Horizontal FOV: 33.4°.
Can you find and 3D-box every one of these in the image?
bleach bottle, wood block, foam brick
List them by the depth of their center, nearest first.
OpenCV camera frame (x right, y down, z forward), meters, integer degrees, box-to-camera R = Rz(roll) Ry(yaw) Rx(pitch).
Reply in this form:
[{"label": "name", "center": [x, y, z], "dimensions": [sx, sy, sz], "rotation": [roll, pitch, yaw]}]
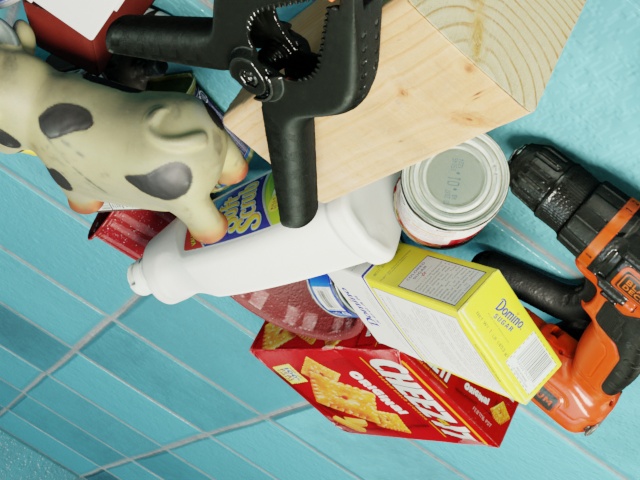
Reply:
[{"label": "wood block", "center": [0.039, -0.102, 0.613], "dimensions": [0.090, 0.090, 0.206], "rotation": [38, 153, -17]}, {"label": "foam brick", "center": [-0.154, -0.162, 0.718], "dimensions": [0.053, 0.078, 0.051], "rotation": [25, 156, 10]}, {"label": "bleach bottle", "center": [-0.055, 0.001, 0.808], "dimensions": [0.251, 0.102, 0.068], "rotation": [-21, 129, 35]}]

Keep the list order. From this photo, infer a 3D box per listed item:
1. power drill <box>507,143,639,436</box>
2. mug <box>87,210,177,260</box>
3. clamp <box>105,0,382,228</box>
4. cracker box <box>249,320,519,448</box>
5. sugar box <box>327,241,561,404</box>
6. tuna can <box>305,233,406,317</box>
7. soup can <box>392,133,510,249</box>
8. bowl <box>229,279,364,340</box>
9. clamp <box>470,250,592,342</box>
[{"label": "power drill", "center": [0.174, 0.040, 0.718], "dimensions": [0.184, 0.057, 0.188], "rotation": [43, 148, 13]}, {"label": "mug", "center": [-0.144, -0.026, 0.954], "dimensions": [0.081, 0.093, 0.117], "rotation": [32, 135, -17]}, {"label": "clamp", "center": [-0.036, -0.099, 0.562], "dimensions": [0.164, 0.036, 0.210], "rotation": [41, 150, -1]}, {"label": "cracker box", "center": [0.059, 0.127, 1.031], "dimensions": [0.214, 0.072, 0.164], "rotation": [-6, 138, 49]}, {"label": "sugar box", "center": [0.078, 0.048, 0.746], "dimensions": [0.093, 0.048, 0.176], "rotation": [54, 165, -27]}, {"label": "tuna can", "center": [0.030, 0.019, 0.846], "dimensions": [0.034, 0.086, 0.086], "rotation": [-1, 141, 51]}, {"label": "soup can", "center": [0.082, -0.033, 0.685], "dimensions": [0.068, 0.068, 0.102], "rotation": [27, 175, 5]}, {"label": "bowl", "center": [-0.025, 0.020, 0.937], "dimensions": [0.162, 0.055, 0.162], "rotation": [22, 151, 12]}, {"label": "clamp", "center": [0.201, 0.066, 0.811], "dimensions": [0.172, 0.039, 0.120], "rotation": [16, 152, 35]}]
